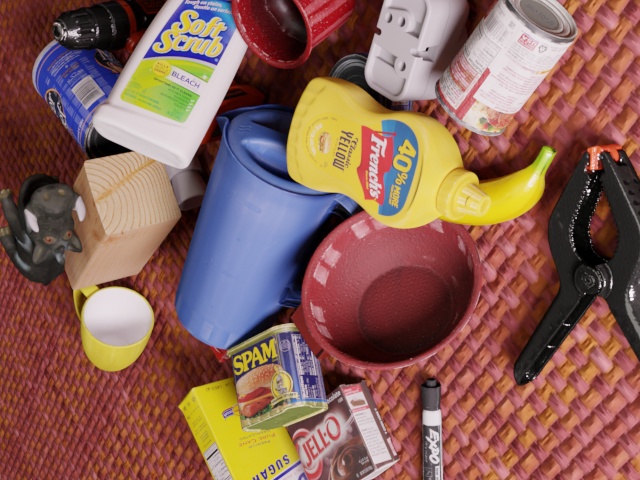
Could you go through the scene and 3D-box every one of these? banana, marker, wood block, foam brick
[{"bbox_3d":[0.111,-0.050,0.905,0.198,0.037,0.069,7,95,38],"label":"banana"},{"bbox_3d":[0.103,0.186,0.986,0.020,0.020,0.121,9,104,48],"label":"marker"},{"bbox_3d":[-0.244,-0.022,1.254,0.206,0.090,0.090,-42,65,60],"label":"wood block"},{"bbox_3d":[0.023,0.072,1.011,0.051,0.078,0.053,57,132,26],"label":"foam brick"}]

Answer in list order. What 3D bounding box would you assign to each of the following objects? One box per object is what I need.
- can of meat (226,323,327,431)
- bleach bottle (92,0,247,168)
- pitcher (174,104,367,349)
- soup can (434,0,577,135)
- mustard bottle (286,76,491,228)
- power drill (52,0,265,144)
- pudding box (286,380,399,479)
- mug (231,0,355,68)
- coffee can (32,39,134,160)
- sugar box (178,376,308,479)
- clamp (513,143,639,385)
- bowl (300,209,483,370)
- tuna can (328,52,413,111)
[{"bbox_3d":[-0.043,0.139,1.067,0.102,0.057,0.084,-29,63,41],"label":"can of meat"},{"bbox_3d":[-0.120,-0.200,1.023,0.068,0.102,0.250,119,174,-77],"label":"bleach bottle"},{"bbox_3d":[-0.057,0.001,1.060,0.149,0.144,0.243,-104,30,-44],"label":"pitcher"},{"bbox_3d":[0.144,-0.141,0.835,0.068,0.068,0.102,57,134,25],"label":"soup can"},{"bbox_3d":[0.059,-0.063,0.884,0.192,0.058,0.096,28,111,34],"label":"mustard bottle"},{"bbox_3d":[-0.161,-0.182,1.106,0.188,0.184,0.057,50,132,18],"label":"power drill"},{"bbox_3d":[0.021,0.203,1.069,0.114,0.039,0.090,-43,64,44],"label":"pudding box"},{"bbox_3d":[-0.028,-0.228,0.980,0.093,0.081,0.117,-19,110,52],"label":"mug"},{"bbox_3d":[-0.268,-0.170,1.278,0.140,0.102,0.103,48,130,31],"label":"coffee can"},{"bbox_3d":[-0.073,0.232,1.142,0.176,0.093,0.048,58,135,22],"label":"sugar box"},{"bbox_3d":[0.221,0.035,0.805,0.165,0.036,0.210,18,111,46],"label":"clamp"},{"bbox_3d":[0.067,0.048,0.936,0.162,0.055,0.162,-10,58,16],"label":"bowl"},{"bbox_3d":[0.043,-0.130,0.980,0.086,0.033,0.086,13,107,47],"label":"tuna can"}]
